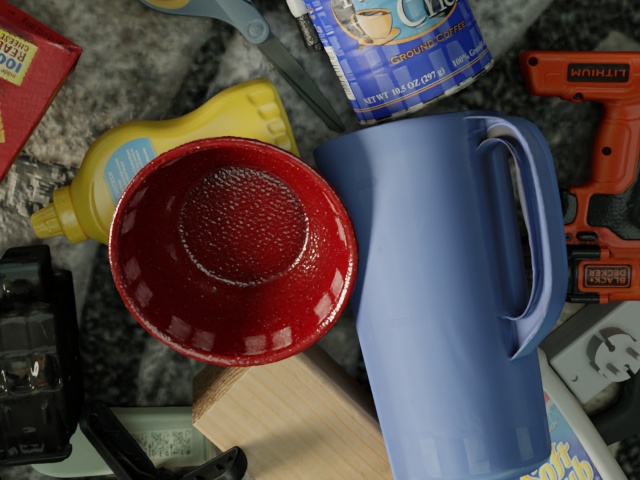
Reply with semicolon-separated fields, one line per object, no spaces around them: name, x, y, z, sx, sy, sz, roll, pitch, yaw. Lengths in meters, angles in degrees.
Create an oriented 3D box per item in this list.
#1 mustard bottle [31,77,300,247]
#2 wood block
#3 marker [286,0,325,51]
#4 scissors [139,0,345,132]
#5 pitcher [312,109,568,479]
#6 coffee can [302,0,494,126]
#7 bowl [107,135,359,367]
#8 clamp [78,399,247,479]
mustard bottle;-0.110;-0.040;0.751;0.191;0.058;0.096;-19;110;-3
wood block;0.009;0.154;0.793;0.090;0.091;0.206;-45;104;4
marker;-0.024;-0.189;0.748;0.020;0.020;0.121;-25;104;-1
scissors;-0.067;-0.147;0.754;0.096;0.016;0.201;-26;104;1
pitcher;0.087;0.037;0.713;0.145;0.149;0.243;-11;86;1
coffee can;0.043;-0.163;0.719;0.103;0.103;0.140;-27;104;-1
bowl;-0.055;0.001;0.705;0.162;0.055;0.162;1;113;3
clamp;-0.105;0.184;0.768;0.120;0.039;0.171;15;138;19
